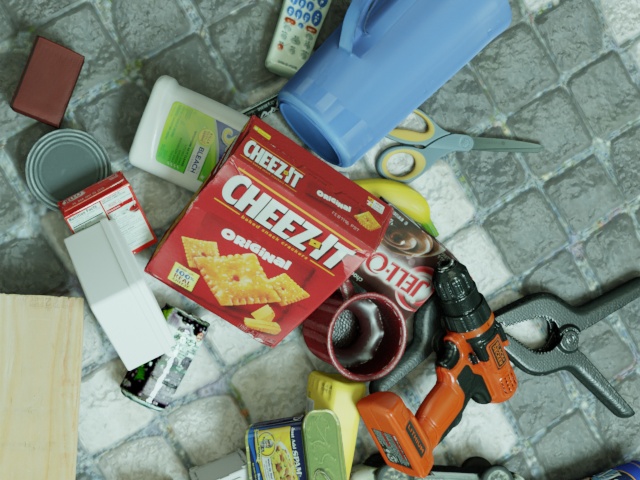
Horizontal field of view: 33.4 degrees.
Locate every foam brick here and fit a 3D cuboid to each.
[{"bbox_3d":[-0.276,-0.159,1.083,0.051,0.053,0.078,21,87,-12],"label":"foam brick"}]

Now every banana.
[{"bbox_3d":[0.037,-0.032,1.159,0.197,0.037,0.069,-2,91,-12],"label":"banana"}]

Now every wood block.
[{"bbox_3d":[-0.280,0.163,1.036,0.090,0.091,0.206,3,72,-12],"label":"wood block"}]

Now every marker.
[{"bbox_3d":[-0.053,-0.146,1.147,0.121,0.020,0.020,-29,96,-11],"label":"marker"}]

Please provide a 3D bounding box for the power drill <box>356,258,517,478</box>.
[{"bbox_3d":[0.122,0.137,1.108,0.187,0.057,0.184,-42,119,-28],"label":"power drill"}]

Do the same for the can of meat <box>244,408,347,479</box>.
[{"bbox_3d":[-0.025,0.224,1.061,0.057,0.084,0.102,8,70,-51],"label":"can of meat"}]

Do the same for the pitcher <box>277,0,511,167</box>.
[{"bbox_3d":[0.069,-0.199,1.105,0.242,0.145,0.149,-45,104,-9],"label":"pitcher"}]

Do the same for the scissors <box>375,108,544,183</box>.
[{"bbox_3d":[0.147,-0.092,1.192,0.201,0.016,0.096,18,89,-11],"label":"scissors"}]

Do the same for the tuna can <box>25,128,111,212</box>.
[{"bbox_3d":[-0.258,-0.071,1.097,0.086,0.034,0.086,0,91,-12],"label":"tuna can"}]

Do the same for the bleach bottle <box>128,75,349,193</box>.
[{"bbox_3d":[-0.064,-0.078,1.099,0.251,0.068,0.102,21,97,-2],"label":"bleach bottle"}]

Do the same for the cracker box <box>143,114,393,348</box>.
[{"bbox_3d":[-0.057,0.001,1.053,0.164,0.214,0.072,33,47,-11],"label":"cracker box"}]

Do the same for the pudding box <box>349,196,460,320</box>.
[{"bbox_3d":[0.080,0.020,1.148,0.113,0.039,0.090,39,99,-19],"label":"pudding box"}]

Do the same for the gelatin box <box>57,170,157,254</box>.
[{"bbox_3d":[-0.216,-0.018,1.086,0.073,0.030,0.089,-29,134,-11],"label":"gelatin box"}]

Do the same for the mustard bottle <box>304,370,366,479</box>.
[{"bbox_3d":[0.003,0.238,1.124,0.058,0.096,0.191,10,88,-15],"label":"mustard bottle"}]

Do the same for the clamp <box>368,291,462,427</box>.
[{"bbox_3d":[0.136,0.122,1.182,0.120,0.039,0.171,35,82,-28],"label":"clamp"}]

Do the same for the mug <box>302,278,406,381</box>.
[{"bbox_3d":[0.028,0.085,1.127,0.093,0.082,0.117,-25,105,-21],"label":"mug"}]

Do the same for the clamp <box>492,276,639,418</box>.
[{"bbox_3d":[0.283,0.101,1.213,0.209,0.036,0.164,16,87,-13],"label":"clamp"}]
